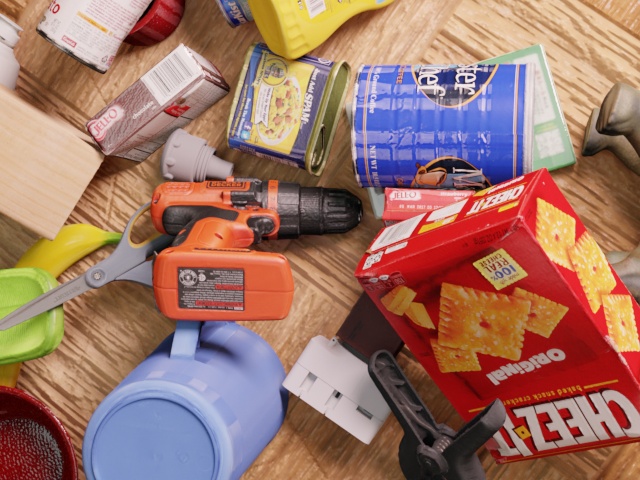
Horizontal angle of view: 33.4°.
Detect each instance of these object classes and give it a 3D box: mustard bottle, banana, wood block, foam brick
[{"bbox_3d":[0.029,-0.236,0.895,0.191,0.058,0.096,-33,123,-17],"label":"mustard bottle"},{"bbox_3d":[-0.261,0.054,0.981,0.070,0.037,0.198,40,96,9],"label":"banana"},{"bbox_3d":[-0.299,-0.095,0.919,0.206,0.091,0.090,31,94,-18],"label":"wood block"},{"bbox_3d":[0.058,0.063,0.914,0.053,0.051,0.078,35,96,10],"label":"foam brick"}]

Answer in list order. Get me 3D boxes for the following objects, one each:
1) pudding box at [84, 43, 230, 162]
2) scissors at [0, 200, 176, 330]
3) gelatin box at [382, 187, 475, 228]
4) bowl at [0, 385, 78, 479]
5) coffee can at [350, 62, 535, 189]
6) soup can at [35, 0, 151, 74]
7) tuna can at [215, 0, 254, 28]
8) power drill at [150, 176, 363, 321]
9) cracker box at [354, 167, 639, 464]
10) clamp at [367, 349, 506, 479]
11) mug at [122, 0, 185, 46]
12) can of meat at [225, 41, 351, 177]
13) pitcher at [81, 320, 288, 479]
[{"bbox_3d":[-0.141,-0.117,0.933,0.113,0.090,0.039,-36,85,8],"label":"pudding box"},{"bbox_3d":[-0.177,0.041,0.930,0.096,0.016,0.201,48,67,-7],"label":"scissors"},{"bbox_3d":[0.092,-0.016,0.888,0.073,0.089,0.030,2,71,10],"label":"gelatin box"},{"bbox_3d":[-0.287,0.210,0.976,0.162,0.055,0.162,0,90,11],"label":"bowl"},{"bbox_3d":[0.102,-0.092,0.864,0.140,0.102,0.103,2,90,12],"label":"coffee can"},{"bbox_3d":[-0.176,-0.195,0.867,0.068,0.068,0.102,35,96,9],"label":"soup can"},{"bbox_3d":[-0.076,-0.230,0.924,0.034,0.086,0.086,-20,86,8],"label":"tuna can"},{"bbox_3d":[-0.056,0.001,0.867,0.184,0.187,0.057,-1,112,1],"label":"power drill"},{"bbox_3d":[0.151,0.067,0.812,0.164,0.072,0.213,-21,113,43],"label":"cracker box"},{"bbox_3d":[0.104,0.168,0.859,0.120,0.171,0.039,19,49,43],"label":"clamp"},{"bbox_3d":[-0.168,-0.230,0.943,0.093,0.081,0.117,2,90,11],"label":"mug"},{"bbox_3d":[-0.029,-0.116,0.929,0.084,0.057,0.102,17,92,13],"label":"can of meat"},{"bbox_3d":[-0.103,0.132,0.846,0.145,0.243,0.149,-39,89,5],"label":"pitcher"}]
